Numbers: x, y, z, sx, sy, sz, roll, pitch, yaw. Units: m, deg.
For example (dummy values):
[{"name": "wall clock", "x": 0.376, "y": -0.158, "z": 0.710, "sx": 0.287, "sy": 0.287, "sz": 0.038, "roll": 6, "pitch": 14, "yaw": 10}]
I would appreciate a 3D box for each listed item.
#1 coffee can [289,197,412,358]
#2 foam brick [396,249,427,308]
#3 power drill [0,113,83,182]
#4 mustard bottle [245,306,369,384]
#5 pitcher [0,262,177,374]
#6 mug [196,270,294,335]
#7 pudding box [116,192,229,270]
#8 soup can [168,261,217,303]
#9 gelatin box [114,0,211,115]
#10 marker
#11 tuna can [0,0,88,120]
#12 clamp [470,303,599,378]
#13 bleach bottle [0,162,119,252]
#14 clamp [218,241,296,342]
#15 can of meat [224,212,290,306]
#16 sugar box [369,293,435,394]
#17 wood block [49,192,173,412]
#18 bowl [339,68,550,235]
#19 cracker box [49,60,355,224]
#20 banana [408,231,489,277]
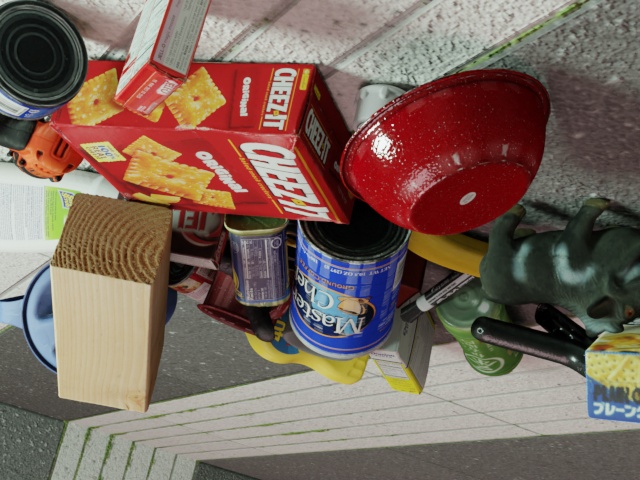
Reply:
[{"name": "coffee can", "x": 0.026, "y": 0.028, "z": 0.989, "sx": 0.103, "sy": 0.102, "sz": 0.140, "roll": 12, "pitch": 138, "yaw": 5}, {"name": "foam brick", "x": 0.074, "y": 0.031, "z": 1.108, "sx": 0.051, "sy": 0.053, "sz": 0.078, "roll": 16, "pitch": 159, "yaw": -9}, {"name": "power drill", "x": -0.307, "y": -0.109, "z": 0.946, "sx": 0.187, "sy": 0.057, "sz": 0.185, "roll": 24, "pitch": 171, "yaw": -23}, {"name": "mustard bottle", "x": -0.032, "y": 0.107, "z": 1.312, "sx": 0.191, "sy": 0.096, "sz": 0.058, "roll": 19, "pitch": 160, "yaw": -14}, {"name": "pitcher", "x": -0.249, "y": 0.073, "z": 1.219, "sx": 0.149, "sy": 0.145, "sz": 0.243, "roll": 45, "pitch": -175, "yaw": 1}, {"name": "mug", "x": -0.071, "y": 0.054, "z": 1.167, "sx": 0.093, "sy": 0.081, "sz": 0.117, "roll": 32, "pitch": 164, "yaw": -35}, {"name": "pudding box", "x": -0.142, "y": -0.027, "z": 1.035, "sx": 0.113, "sy": 0.090, "sz": 0.039, "roll": 9, "pitch": 160, "yaw": 12}, {"name": "soup can", "x": -0.129, "y": 0.039, "z": 1.234, "sx": 0.069, "sy": 0.068, "sz": 0.102, "roll": -5, "pitch": 154, "yaw": 41}, {"name": "gelatin box", "x": -0.103, "y": -0.136, "z": 0.716, "sx": 0.030, "sy": 0.089, "sz": 0.073, "roll": 22, "pitch": 158, "yaw": -23}, {"name": "marker", "x": 0.126, "y": 0.051, "z": 1.104, "sx": 0.020, "sy": 0.020, "sz": 0.121, "roll": 26, "pitch": 131, "yaw": -31}, {"name": "tuna can", "x": -0.218, "y": -0.136, "z": 0.798, "sx": 0.086, "sy": 0.086, "sz": 0.034, "roll": 26, "pitch": 155, "yaw": -31}, {"name": "clamp", "x": 0.273, "y": 0.113, "z": 1.075, "sx": 0.210, "sy": 0.036, "sz": 0.164, "roll": 22, "pitch": -163, "yaw": 26}, {"name": "bleach bottle", "x": -0.281, "y": -0.026, "z": 1.115, "sx": 0.251, "sy": 0.102, "sz": 0.068, "roll": 7, "pitch": -163, "yaw": 15}, {"name": "clamp", "x": -0.065, "y": 0.010, "z": 1.081, "sx": 0.171, "sy": 0.120, "sz": 0.039, "roll": 51, "pitch": 141, "yaw": 8}, {"name": "can of meat", "x": -0.057, "y": 0.001, "z": 0.992, "sx": 0.057, "sy": 0.102, "sz": 0.084, "roll": -4, "pitch": 121, "yaw": -2}, {"name": "sugar box", "x": 0.095, "y": 0.112, "z": 1.251, "sx": 0.048, "sy": 0.093, "sz": 0.176, "roll": 5, "pitch": 158, "yaw": 20}, {"name": "wood block", "x": -0.192, "y": 0.062, "z": 0.992, "sx": 0.091, "sy": 0.090, "sz": 0.206, "roll": 10, "pitch": 139, "yaw": -2}, {"name": "bowl", "x": 0.098, "y": -0.051, "z": 0.767, "sx": 0.162, "sy": 0.055, "sz": 0.162, "roll": -14, "pitch": 151, "yaw": -8}, {"name": "cracker box", "x": -0.089, "y": -0.079, "z": 0.887, "sx": 0.214, "sy": 0.072, "sz": 0.164, "roll": 5, "pitch": 159, "yaw": 19}, {"name": "banana", "x": 0.141, "y": 0.008, "z": 1.023, "sx": 0.197, "sy": 0.037, "sz": 0.070, "roll": 23, "pitch": 158, "yaw": -24}]
